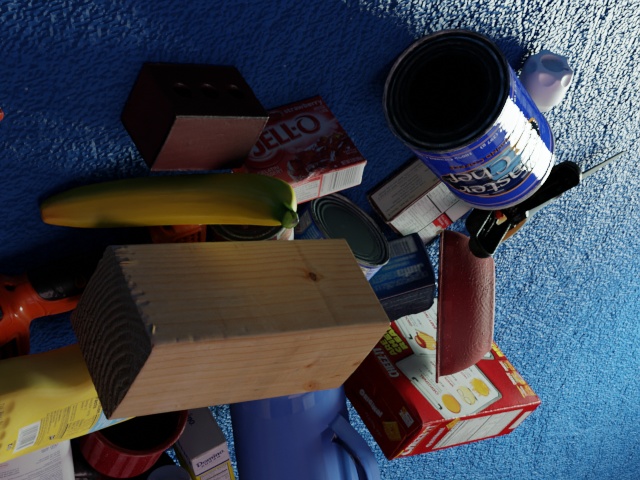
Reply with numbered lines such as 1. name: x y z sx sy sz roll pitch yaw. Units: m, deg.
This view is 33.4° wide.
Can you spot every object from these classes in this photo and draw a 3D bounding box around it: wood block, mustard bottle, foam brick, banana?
1. wood block: -0.064 0.060 0.788 0.205 0.091 0.090 -2 141 -38
2. mustard bottle: -0.175 0.111 0.807 0.191 0.058 0.096 -13 145 -36
3. foam brick: -0.085 -0.083 0.722 0.078 0.053 0.051 -6 141 -41
4. banana: -0.096 -0.028 0.737 0.198 0.037 0.069 0 -176 22

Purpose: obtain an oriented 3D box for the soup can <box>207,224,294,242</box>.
1. soup can: -0.056 0.001 0.865 0.068 0.068 0.102 -25 150 -15

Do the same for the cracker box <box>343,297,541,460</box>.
1. cracker box: 0.115 0.143 1.157 0.213 0.164 0.072 0 135 -46

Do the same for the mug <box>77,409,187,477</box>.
1. mug: -0.171 0.158 0.980 0.117 0.093 0.082 -63 -176 -37

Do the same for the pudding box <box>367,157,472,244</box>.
1. pudding box: 0.109 -0.048 0.989 0.113 0.039 0.090 -39 151 6

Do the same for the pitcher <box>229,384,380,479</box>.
1. pitcher: -0.022 0.186 1.082 0.149 0.145 0.243 -8 137 -3

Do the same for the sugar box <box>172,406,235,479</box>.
1. sugar box: -0.126 0.212 1.094 0.048 0.093 0.176 -27 150 -13

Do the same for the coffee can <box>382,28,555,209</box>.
1. coffee can: 0.123 -0.094 0.863 0.103 0.103 0.140 -39 151 10

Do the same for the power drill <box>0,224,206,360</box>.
1. power drill: -0.174 0.047 0.832 0.187 0.057 0.184 -23 150 -22

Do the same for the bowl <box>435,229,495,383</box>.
1. bowl: 0.143 0.062 1.062 0.055 0.162 0.162 2 150 6

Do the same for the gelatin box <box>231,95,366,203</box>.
1. gelatin box: -0.022 -0.064 0.793 0.089 0.073 0.030 -19 148 -24

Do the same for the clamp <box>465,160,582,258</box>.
1. clamp: 0.184 -0.036 1.004 0.120 0.039 0.171 -33 -173 7

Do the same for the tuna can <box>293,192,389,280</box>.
1. tuna can: 0.017 -0.001 0.918 0.085 0.086 0.034 5 135 -49
